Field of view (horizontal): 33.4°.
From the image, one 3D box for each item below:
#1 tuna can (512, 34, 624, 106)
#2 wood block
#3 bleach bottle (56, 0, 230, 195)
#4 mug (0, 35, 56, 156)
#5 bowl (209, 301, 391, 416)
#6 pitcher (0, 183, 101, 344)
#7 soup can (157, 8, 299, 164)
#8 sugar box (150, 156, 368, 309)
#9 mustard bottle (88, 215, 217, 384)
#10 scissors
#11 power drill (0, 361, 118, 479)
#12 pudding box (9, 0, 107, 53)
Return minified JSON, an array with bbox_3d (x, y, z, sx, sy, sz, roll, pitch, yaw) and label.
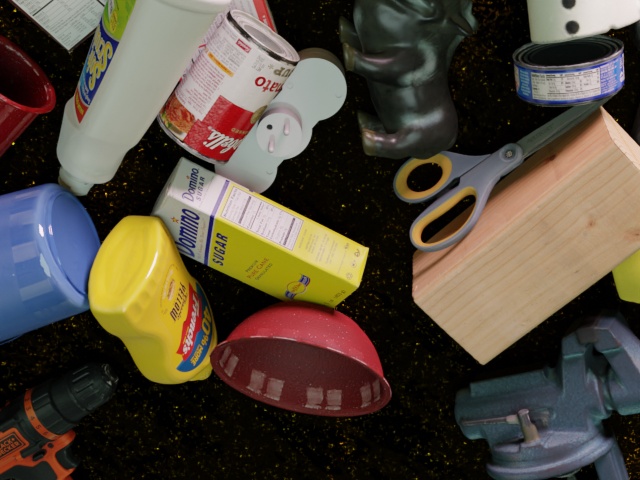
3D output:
[{"bbox_3d":[0.197,-0.135,0.846,0.086,0.086,0.034,-9,115,3],"label":"tuna can"},{"bbox_3d":[0.181,-0.004,0.887,0.090,0.090,0.206,43,113,-15],"label":"wood block"},{"bbox_3d":[-0.151,-0.123,0.823,0.068,0.102,0.251,9,135,-29],"label":"bleach bottle"},{"bbox_3d":[-0.274,-0.104,0.844,0.093,0.117,0.082,39,112,-20],"label":"mug"},{"bbox_3d":[-0.013,0.099,0.939,0.162,0.055,0.162,10,150,6],"label":"bowl"},{"bbox_3d":[-0.305,0.041,0.891,0.243,0.149,0.145,-16,102,12],"label":"pitcher"},{"bbox_3d":[-0.071,-0.119,0.829,0.068,0.068,0.102,33,110,-14],"label":"soup can"},{"bbox_3d":[-0.056,0.001,0.902,0.176,0.048,0.093,23,152,-11],"label":"sugar box"},{"bbox_3d":[-0.133,0.069,0.919,0.058,0.096,0.191,2,146,18],"label":"mustard bottle"},{"bbox_3d":[0.140,-0.076,0.886,0.202,0.096,0.016,-47,148,7],"label":"scissors"},{"bbox_3d":[-0.228,0.217,1.013,0.185,0.057,0.187,-30,107,16],"label":"power drill"},{"bbox_3d":[-0.201,-0.212,0.818,0.090,0.039,0.113,-35,130,14],"label":"pudding box"}]
